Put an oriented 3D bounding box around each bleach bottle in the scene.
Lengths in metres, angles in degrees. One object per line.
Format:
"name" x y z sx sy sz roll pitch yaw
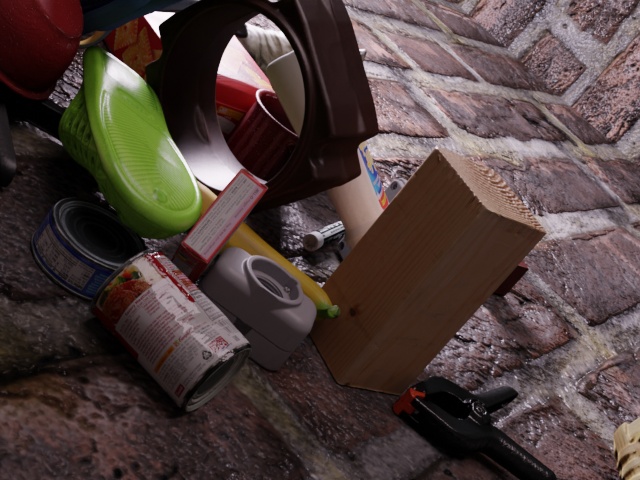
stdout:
"bleach bottle" 0.027 -0.066 1.057 0.251 0.068 0.102 66 10 7

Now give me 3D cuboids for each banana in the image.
"banana" -0.055 0.013 0.956 0.198 0.070 0.037 38 62 16

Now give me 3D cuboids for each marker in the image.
"marker" 0.012 -0.008 1.151 0.020 0.020 0.121 43 23 10

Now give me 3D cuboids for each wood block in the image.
"wood block" 0.086 0.030 0.943 0.090 0.206 0.091 17 31 -42

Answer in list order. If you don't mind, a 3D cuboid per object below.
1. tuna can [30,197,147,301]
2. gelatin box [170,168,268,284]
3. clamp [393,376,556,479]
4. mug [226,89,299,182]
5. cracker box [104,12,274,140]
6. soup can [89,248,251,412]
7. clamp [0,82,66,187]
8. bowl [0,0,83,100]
"tuna can" -0.175 0.007 0.816 0.086 0.034 0.086 32 23 -16
"gelatin box" -0.087 -0.010 0.880 0.030 0.073 0.089 38 63 -4
"clamp" 0.141 0.162 0.997 0.171 0.039 0.120 28 23 -24
"mug" -0.050 -0.095 1.139 0.093 0.082 0.117 22 27 -35
"cracker box" -0.150 -0.207 1.212 0.163 0.072 0.214 13 33 -46
"soup can" -0.107 0.064 0.767 0.102 0.069 0.068 45 23 13
"clamp" -0.281 -0.126 0.902 0.210 0.036 0.164 43 22 2
"bowl" -0.247 -0.202 0.894 0.162 0.055 0.162 -21 90 -76
